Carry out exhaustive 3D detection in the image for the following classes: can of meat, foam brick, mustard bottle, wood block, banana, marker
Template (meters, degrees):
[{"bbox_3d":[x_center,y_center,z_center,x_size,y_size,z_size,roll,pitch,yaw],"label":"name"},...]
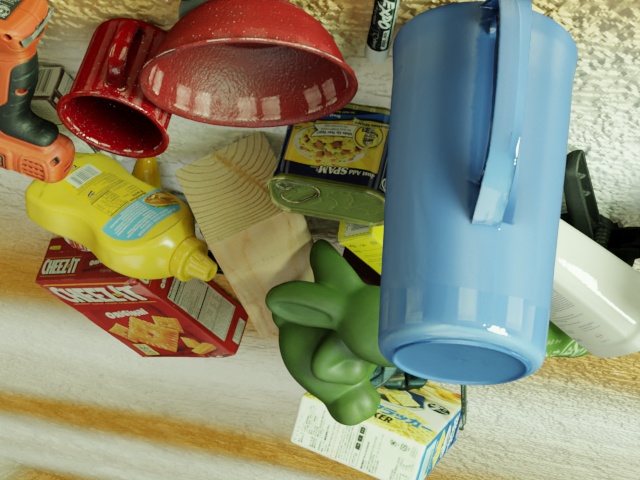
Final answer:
[{"bbox_3d":[0.015,-0.066,0.890,0.102,0.084,0.057,10,155,10],"label":"can of meat"},{"bbox_3d":[0.048,0.030,1.079,0.051,0.078,0.053,10,152,11],"label":"foam brick"},{"bbox_3d":[-0.174,-0.014,0.988,0.192,0.096,0.058,29,134,22],"label":"mustard bottle"},{"bbox_3d":[-0.056,0.001,1.025,0.090,0.091,0.206,-25,150,-3],"label":"wood block"},{"bbox_3d":[-0.190,-0.019,1.112,0.037,0.069,0.198,-8,160,-19],"label":"banana"},{"bbox_3d":[0.046,-0.166,0.745,0.020,0.020,0.121,14,155,2],"label":"marker"}]

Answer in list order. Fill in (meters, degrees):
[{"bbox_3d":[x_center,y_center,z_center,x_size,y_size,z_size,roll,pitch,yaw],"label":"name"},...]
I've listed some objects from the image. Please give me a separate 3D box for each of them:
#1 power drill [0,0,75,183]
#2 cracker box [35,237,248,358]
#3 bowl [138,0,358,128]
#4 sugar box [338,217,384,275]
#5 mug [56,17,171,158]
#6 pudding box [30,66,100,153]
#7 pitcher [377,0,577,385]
[{"bbox_3d":[-0.293,-0.140,0.890,0.184,0.057,0.188,19,142,2],"label":"power drill"},{"bbox_3d":[-0.217,0.073,1.316,0.164,0.072,0.213,-4,148,33],"label":"cracker box"},{"bbox_3d":[-0.052,-0.136,0.789,0.162,0.055,0.162,0,165,0],"label":"bowl"},{"bbox_3d":[0.090,0.000,0.977,0.048,0.093,0.176,-10,146,41],"label":"sugar box"},{"bbox_3d":[-0.155,-0.130,0.854,0.093,0.081,0.117,14,155,2],"label":"mug"},{"bbox_3d":[-0.266,-0.119,0.989,0.114,0.039,0.090,4,153,25],"label":"pudding box"},{"bbox_3d":[0.104,-0.035,0.720,0.145,0.243,0.149,-12,150,38],"label":"pitcher"}]
